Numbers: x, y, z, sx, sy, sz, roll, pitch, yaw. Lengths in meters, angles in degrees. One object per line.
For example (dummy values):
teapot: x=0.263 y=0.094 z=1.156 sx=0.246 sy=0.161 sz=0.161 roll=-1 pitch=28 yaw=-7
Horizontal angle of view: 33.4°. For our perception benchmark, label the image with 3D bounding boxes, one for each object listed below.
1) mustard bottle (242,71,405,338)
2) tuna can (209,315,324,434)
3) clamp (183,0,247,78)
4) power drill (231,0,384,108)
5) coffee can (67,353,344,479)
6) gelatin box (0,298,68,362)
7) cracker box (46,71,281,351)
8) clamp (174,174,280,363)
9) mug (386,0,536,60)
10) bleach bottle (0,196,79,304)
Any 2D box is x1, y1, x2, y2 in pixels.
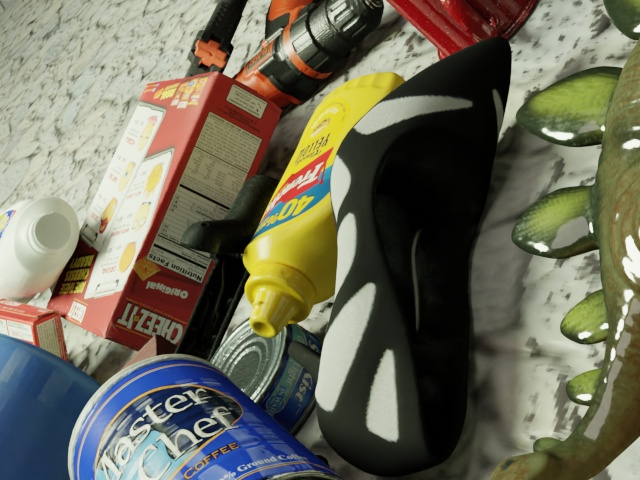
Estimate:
mustard bottle: x=0.000 y=-0.018 z=0.660 sx=0.096 sy=0.058 sz=0.191 roll=-26 pitch=30 yaw=45
tuna can: x=-0.037 y=0.086 z=0.651 sx=0.086 sy=0.033 sz=0.086 roll=-38 pitch=31 yaw=28
clamp: x=-0.105 y=-0.164 z=0.983 sx=0.210 sy=0.036 sz=0.165 roll=-101 pitch=36 yaw=-73
power drill: x=-0.007 y=-0.203 z=0.912 sx=0.185 sy=0.057 sz=0.187 roll=-30 pitch=35 yaw=41
coffee can: x=-0.053 y=0.129 z=0.527 sx=0.103 sy=0.102 sz=0.140 roll=-56 pitch=36 yaw=-4
gelatin box: x=-0.237 y=0.096 z=0.867 sx=0.073 sy=0.089 sz=0.030 roll=7 pitch=21 yaw=38
cracker box: x=-0.127 y=-0.022 z=0.851 sx=0.164 sy=0.072 sz=0.213 roll=9 pitch=75 yaw=62
clamp: x=-0.055 y=0.001 z=0.708 sx=0.171 sy=0.039 sz=0.120 roll=-64 pitch=-8 yaw=-45
mug: x=0.087 y=-0.168 z=0.698 sx=0.093 sy=0.081 sz=0.117 roll=-39 pitch=30 yaw=26
bleach bottle: x=-0.249 y=0.004 z=0.915 sx=0.251 sy=0.068 sz=0.102 roll=-20 pitch=47 yaw=64
